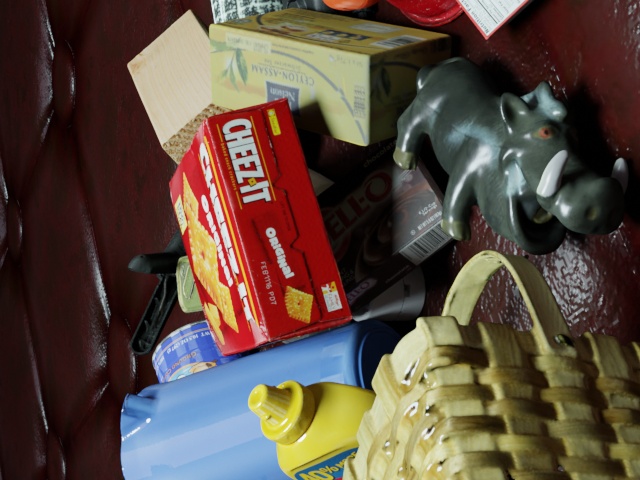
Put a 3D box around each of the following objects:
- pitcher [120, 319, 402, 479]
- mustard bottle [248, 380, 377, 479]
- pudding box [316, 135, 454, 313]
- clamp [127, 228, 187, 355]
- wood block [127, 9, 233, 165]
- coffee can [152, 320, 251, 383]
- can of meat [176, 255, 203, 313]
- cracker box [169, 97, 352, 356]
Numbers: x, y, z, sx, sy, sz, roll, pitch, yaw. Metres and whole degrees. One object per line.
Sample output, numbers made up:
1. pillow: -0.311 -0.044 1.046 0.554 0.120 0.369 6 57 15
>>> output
1. pitcher: -0.030 0.156 0.875 0.243 0.149 0.145 -24 80 32
2. mustard bottle: 0.029 0.143 0.723 0.096 0.191 0.058 -31 39 37
3. pudding box: 0.041 -0.012 0.813 0.113 0.039 0.090 -36 53 12
4. clamp: -0.156 0.027 1.131 0.120 0.039 0.171 99 -166 -44
5. wood block: -0.109 -0.131 1.020 0.091 0.090 0.206 -41 33 6
6. coffee can: -0.106 0.167 1.103 0.140 0.102 0.103 64 145 36
7. can of meat: -0.088 0.039 1.073 0.102 0.083 0.057 -14 81 62
8. cracker box: -0.055 0.001 0.827 0.214 0.072 0.164 147 106 -74
